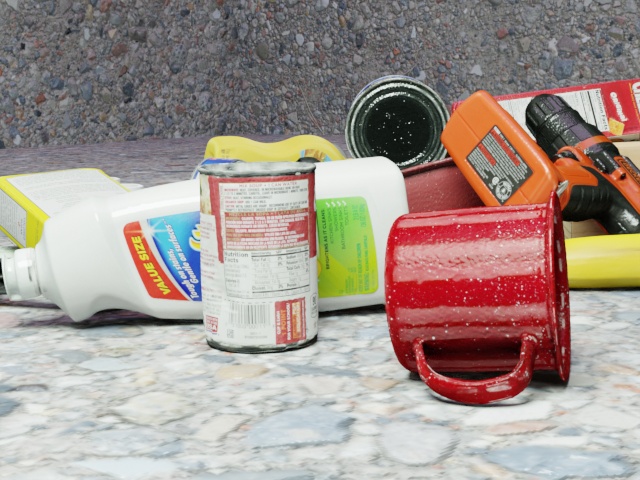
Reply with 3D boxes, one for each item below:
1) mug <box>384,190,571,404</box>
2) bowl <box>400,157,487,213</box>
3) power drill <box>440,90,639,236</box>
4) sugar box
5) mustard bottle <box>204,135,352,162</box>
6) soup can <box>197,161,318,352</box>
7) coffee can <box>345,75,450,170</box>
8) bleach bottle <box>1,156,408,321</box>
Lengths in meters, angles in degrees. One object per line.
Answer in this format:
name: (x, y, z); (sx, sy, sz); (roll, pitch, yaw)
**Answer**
mug: (0.078, 0.033, 0.524); (0.082, 0.093, 0.117); (-4, 43, 17)
bowl: (0.087, -0.025, 0.899); (0.162, 0.055, 0.162); (-15, -7, -2)
power drill: (0.180, -0.062, 0.829); (0.187, 0.057, 0.184); (6, 40, -44)
sugar box: (-0.167, -0.005, 0.788); (0.093, 0.048, 0.176); (-9, 28, -34)
mustard bottle: (-0.030, -0.066, 1.156); (0.191, 0.096, 0.058); (-4, 23, -22)
soup can: (-0.035, 0.007, 0.614); (0.068, 0.102, 0.068); (-1, 8, 0)
coffee can: (0.078, -0.115, 1.085); (0.103, 0.103, 0.140); (-1, 10, 3)
bleach bottle: (-0.070, 0.011, 0.678); (0.250, 0.102, 0.068); (-9, 15, -10)
